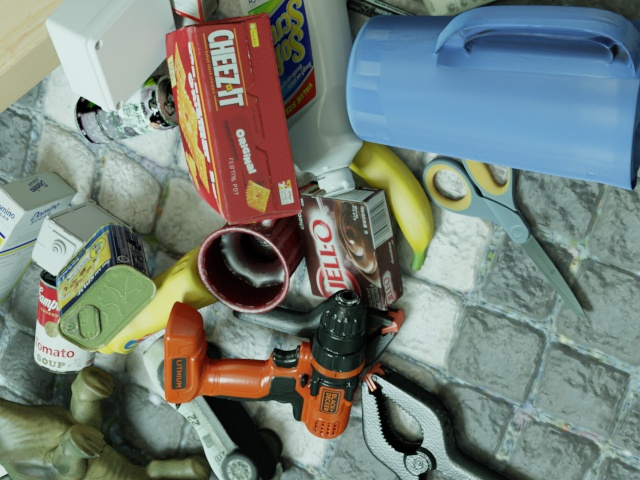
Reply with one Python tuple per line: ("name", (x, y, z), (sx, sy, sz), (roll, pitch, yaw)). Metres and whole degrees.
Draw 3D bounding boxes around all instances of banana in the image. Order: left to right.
("banana", (0.044, -0.061, 0.995), (0.198, 0.037, 0.070), (49, 118, 4))

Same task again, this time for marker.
("marker", (0.067, -0.200, 0.955), (0.121, 0.020, 0.020), (25, 113, 16))

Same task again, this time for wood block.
("wood block", (-0.320, -0.197, 1.057), (0.206, 0.090, 0.090), (-36, 88, 10))

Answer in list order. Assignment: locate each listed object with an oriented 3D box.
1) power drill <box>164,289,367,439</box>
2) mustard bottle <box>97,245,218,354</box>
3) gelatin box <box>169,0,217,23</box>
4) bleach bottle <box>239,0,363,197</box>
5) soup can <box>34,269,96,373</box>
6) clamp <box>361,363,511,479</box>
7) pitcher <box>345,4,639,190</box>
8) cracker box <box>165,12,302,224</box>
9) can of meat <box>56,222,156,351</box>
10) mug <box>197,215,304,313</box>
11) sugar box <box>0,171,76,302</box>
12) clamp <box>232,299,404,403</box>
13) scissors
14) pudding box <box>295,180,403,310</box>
("power drill", (-0.052, 0.109, 1.008), (0.187, 0.057, 0.184), (9, 129, 2))
("mustard bottle", (-0.175, 0.069, 1.098), (0.192, 0.096, 0.058), (-29, 95, 28))
("gelatin box", (-0.137, -0.254, 1.001), (0.073, 0.030, 0.089), (25, 151, 16))
("bleach bottle", (-0.009, -0.165, 0.947), (0.103, 0.067, 0.251), (-17, 88, 38))
("soup can", (-0.275, 0.085, 1.165), (0.069, 0.068, 0.102), (18, 112, 19))
("clamp", (0.112, 0.212, 1.042), (0.165, 0.036, 0.210), (-23, 96, 28))
("pitcher", (0.146, -0.127, 0.865), (0.243, 0.144, 0.149), (9, 113, 21))
("cracker box", (-0.083, -0.111, 0.943), (0.072, 0.214, 0.164), (-12, 102, -11))
("can of meat", (-0.213, 0.043, 1.044), (0.102, 0.084, 0.057), (-44, 125, 14))
("mug", (-0.057, 0.001, 1.023), (0.093, 0.081, 0.117), (26, 123, 5))
("sugar box", (-0.345, 0.006, 1.159), (0.048, 0.093, 0.176), (41, 116, 8))
("clamp", (0.004, 0.107, 1.061), (0.172, 0.039, 0.120), (-6, 119, 24))
("scissors", (0.160, -0.009, 0.969), (0.096, 0.016, 0.202), (-20, 95, 29))
("pudding box", (0.026, 0.004, 0.999), (0.090, 0.039, 0.113), (9, 118, 39))
